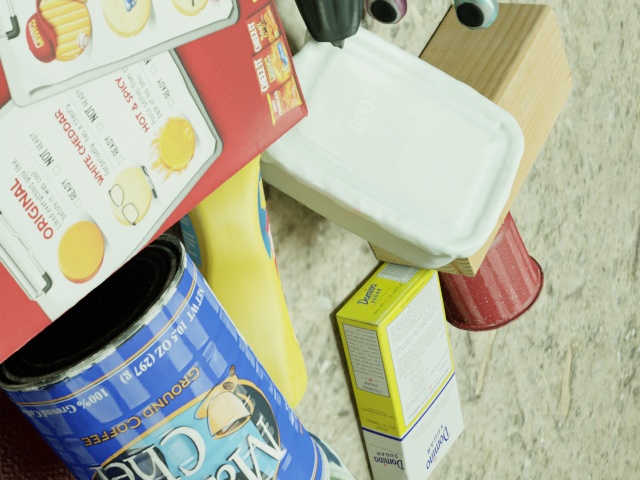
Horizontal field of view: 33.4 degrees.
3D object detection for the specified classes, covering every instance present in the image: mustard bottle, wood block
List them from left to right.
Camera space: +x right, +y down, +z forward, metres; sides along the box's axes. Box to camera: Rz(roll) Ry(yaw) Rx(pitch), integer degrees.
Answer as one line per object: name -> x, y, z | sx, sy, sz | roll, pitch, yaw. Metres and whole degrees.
mustard bottle -> -0.054, 0.001, 0.622 | 0.096, 0.058, 0.191 | -120, -162, -75
wood block -> 0.112, -0.084, 0.832 | 0.206, 0.090, 0.090 | -58, 140, -28

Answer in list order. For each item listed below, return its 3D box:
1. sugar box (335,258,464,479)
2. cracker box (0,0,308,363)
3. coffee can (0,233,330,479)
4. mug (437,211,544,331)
sugar box -> 0.067, 0.108, 0.855 | 0.093, 0.048, 0.176 | -42, 134, -41
cracker box -> -0.109, -0.077, 0.429 | 0.213, 0.072, 0.164 | -43, 128, -40
coffee can -> -0.072, 0.082, 0.504 | 0.102, 0.103, 0.140 | -51, 122, -35
mug -> 0.128, 0.006, 0.888 | 0.117, 0.093, 0.081 | -88, 154, -49
